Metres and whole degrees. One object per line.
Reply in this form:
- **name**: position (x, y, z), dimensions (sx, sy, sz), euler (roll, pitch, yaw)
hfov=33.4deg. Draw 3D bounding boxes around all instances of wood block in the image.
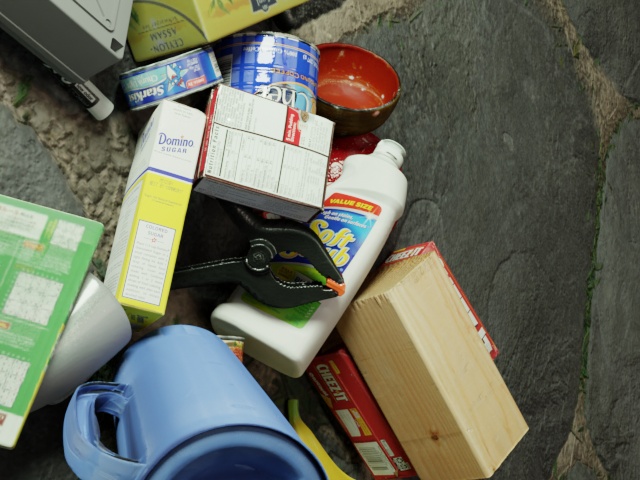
- **wood block**: position (0.106, 0.127, 1.052), dimensions (0.090, 0.091, 0.206), euler (-37, 102, -44)

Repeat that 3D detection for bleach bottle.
- **bleach bottle**: position (0.003, 0.002, 1.018), dimensions (0.250, 0.102, 0.068), euler (-58, 167, -23)

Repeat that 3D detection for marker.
- **marker**: position (-0.214, -0.145, 0.869), dimensions (0.121, 0.020, 0.020), euler (48, 52, -36)

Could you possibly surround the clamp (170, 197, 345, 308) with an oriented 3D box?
- **clamp**: position (-0.056, 0.001, 0.933), dimensions (0.039, 0.171, 0.120), euler (-96, -160, -74)

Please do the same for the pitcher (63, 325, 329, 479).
- **pitcher**: position (-0.096, 0.143, 0.768), dimensions (0.145, 0.243, 0.149), euler (-24, 110, -10)

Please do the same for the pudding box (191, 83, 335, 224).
- **pudding box**: position (-0.048, -0.073, 0.908), dimensions (0.113, 0.039, 0.090), euler (15, 68, -17)

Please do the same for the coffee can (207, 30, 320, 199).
- **coffee can**: position (-0.055, -0.110, 0.995), dimensions (0.102, 0.103, 0.140), euler (15, 74, -49)

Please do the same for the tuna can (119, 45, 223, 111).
- **tuna can**: position (-0.129, -0.140, 0.921), dimensions (0.086, 0.086, 0.034), euler (-32, 109, -48)

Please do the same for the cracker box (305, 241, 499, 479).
- **cracker box**: position (0.093, 0.126, 1.157), dimensions (0.213, 0.072, 0.164), euler (-46, 110, -42)

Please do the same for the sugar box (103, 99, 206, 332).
- **sugar box**: position (-0.140, -0.019, 0.884), dimensions (0.048, 0.093, 0.176), euler (18, 71, -18)
